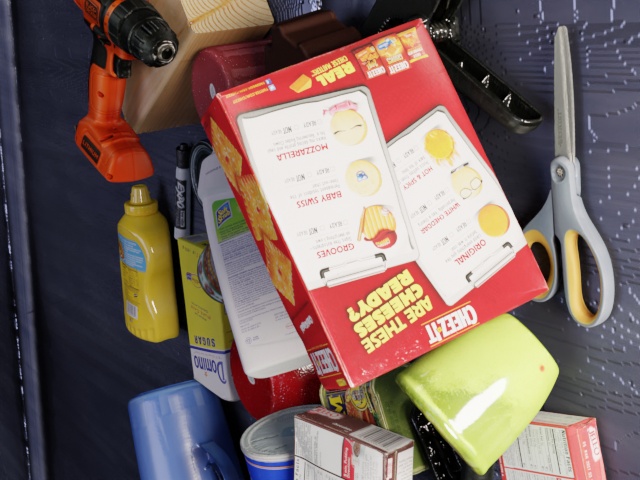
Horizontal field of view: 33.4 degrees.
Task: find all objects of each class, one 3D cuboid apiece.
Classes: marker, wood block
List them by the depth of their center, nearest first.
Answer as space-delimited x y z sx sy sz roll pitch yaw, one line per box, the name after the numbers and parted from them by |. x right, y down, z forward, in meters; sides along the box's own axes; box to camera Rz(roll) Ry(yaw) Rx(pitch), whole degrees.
-0.138 -0.198 1.084 0.206 0.090 0.090 -40 68 56 | wood block
-0.160 -0.057 1.245 0.020 0.020 0.121 38 132 46 | marker

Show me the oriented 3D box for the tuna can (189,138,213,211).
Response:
-0.107 -0.068 1.140 0.086 0.033 0.086 29 126 51 | tuna can

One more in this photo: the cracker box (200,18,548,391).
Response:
0.036 -0.025 0.746 0.214 0.164 0.072 65 161 3 | cracker box

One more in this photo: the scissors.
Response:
0.158 -0.038 0.740 0.096 0.016 0.202 -11 92 59 | scissors

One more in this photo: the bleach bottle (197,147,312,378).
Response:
-0.057 0.001 1.044 0.068 0.102 0.251 40 -147 -71 | bleach bottle

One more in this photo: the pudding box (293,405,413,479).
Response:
0.026 0.200 0.911 0.114 0.039 0.090 13 108 45 | pudding box

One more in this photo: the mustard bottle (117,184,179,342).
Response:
-0.218 0.024 1.332 0.096 0.058 0.192 24 122 54 | mustard bottle

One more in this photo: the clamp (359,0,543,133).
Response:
0.085 -0.163 0.788 0.210 0.036 0.164 12 110 60 | clamp

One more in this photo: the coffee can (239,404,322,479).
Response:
-0.011 0.243 1.023 0.103 0.102 0.140 10 118 57 | coffee can

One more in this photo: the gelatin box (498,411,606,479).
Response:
0.170 0.165 0.787 0.089 0.030 0.073 -8 94 59 | gelatin box

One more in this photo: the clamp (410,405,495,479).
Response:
0.116 0.216 0.880 0.120 0.039 0.171 -133 32 -67 | clamp

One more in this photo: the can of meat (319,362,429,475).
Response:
0.054 0.161 0.949 0.084 0.057 0.102 -23 83 56 | can of meat

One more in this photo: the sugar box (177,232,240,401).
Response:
-0.116 0.085 1.204 0.093 0.048 0.176 20 117 55 | sugar box

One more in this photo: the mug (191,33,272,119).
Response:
-0.073 -0.139 1.010 0.093 0.081 0.117 63 147 20 | mug

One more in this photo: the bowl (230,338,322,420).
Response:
-0.049 0.135 1.105 0.162 0.055 0.162 30 127 51 | bowl

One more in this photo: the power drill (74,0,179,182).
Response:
-0.193 -0.155 1.049 0.185 0.057 0.188 46 135 45 | power drill

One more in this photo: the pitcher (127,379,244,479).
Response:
-0.144 0.289 1.260 0.145 0.149 0.243 21 -127 -76 | pitcher
